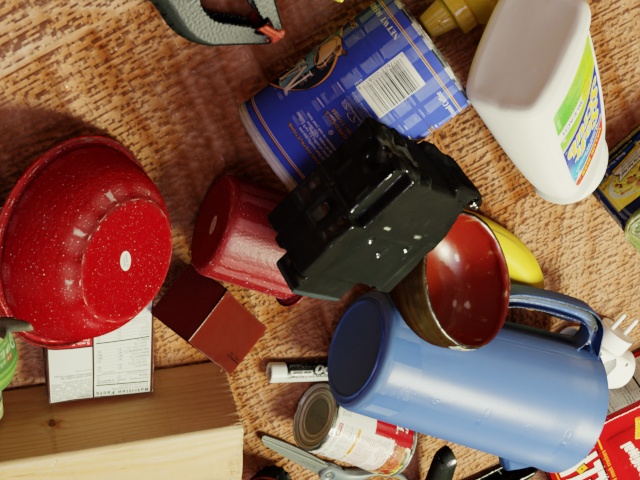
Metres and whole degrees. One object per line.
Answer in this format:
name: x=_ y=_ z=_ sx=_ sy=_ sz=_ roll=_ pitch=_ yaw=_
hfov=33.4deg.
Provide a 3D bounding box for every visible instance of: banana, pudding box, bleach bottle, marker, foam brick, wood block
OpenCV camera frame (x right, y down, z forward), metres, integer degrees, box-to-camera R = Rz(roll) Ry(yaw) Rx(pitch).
banana: x=0.142 y=0.011 z=0.951 sx=0.197 sy=0.037 sz=0.070 roll=21 pitch=134 yaw=-30
pudding box: x=-0.185 y=0.081 z=0.888 sx=0.090 sy=0.039 sz=0.113 roll=-5 pitch=129 yaw=-17
bleach bottle: x=0.184 y=-0.095 z=0.826 sx=0.102 sy=0.068 sz=0.250 roll=-66 pitch=152 yaw=-5
marker: x=0.009 y=0.122 z=0.998 sx=0.121 sy=0.020 sz=0.020 roll=1 pitch=125 yaw=-20
foam brick: x=-0.091 y=0.065 z=0.877 sx=0.053 sy=0.051 sz=0.078 roll=-51 pitch=145 yaw=-10
wood block: x=-0.178 y=0.178 z=0.930 sx=0.206 sy=0.091 sz=0.090 roll=-6 pitch=127 yaw=-14

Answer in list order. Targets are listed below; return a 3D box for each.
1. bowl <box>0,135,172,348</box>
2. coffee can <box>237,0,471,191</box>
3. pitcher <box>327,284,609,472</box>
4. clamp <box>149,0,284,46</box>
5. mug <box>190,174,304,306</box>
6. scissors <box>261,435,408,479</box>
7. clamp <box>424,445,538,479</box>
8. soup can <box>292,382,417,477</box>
bowl: x=-0.158 y=0.008 z=0.772 sx=0.161 sy=0.055 sz=0.162 roll=-30 pitch=128 yaw=-47
coffee can: x=0.025 y=-0.099 z=0.779 sx=0.140 sy=0.103 sz=0.102 roll=-36 pitch=129 yaw=10
pitcher: x=0.137 y=0.117 z=0.974 sx=0.242 sy=0.149 sz=0.145 roll=18 pitch=159 yaw=-26
clamp: x=-0.101 y=-0.178 z=0.717 sx=0.120 sy=0.039 sz=0.171 roll=-40 pitch=124 yaw=13
mug: x=-0.056 y=0.001 z=0.848 sx=0.081 sy=0.093 sz=0.117 roll=18 pitch=155 yaw=-24
scissors: x=0.003 y=0.252 z=1.098 sx=0.201 sy=0.016 sz=0.096 roll=18 pitch=118 yaw=-29
clamp: x=0.118 y=0.287 z=1.142 sx=0.210 sy=0.036 sz=0.164 roll=-44 pitch=140 yaw=19
soup can: x=0.032 y=0.181 z=1.020 sx=0.102 sy=0.068 sz=0.069 roll=25 pitch=115 yaw=-32
